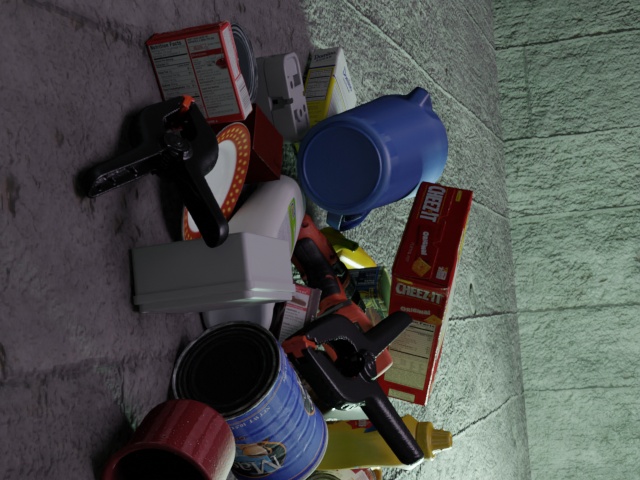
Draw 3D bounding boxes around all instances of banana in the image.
[{"bbox_3d":[0.027,0.013,1.361,0.037,0.070,0.197,-57,167,0],"label":"banana"}]

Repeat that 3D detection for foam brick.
[{"bbox_3d":[-0.076,-0.097,1.092,0.078,0.051,0.053,50,40,-60],"label":"foam brick"}]

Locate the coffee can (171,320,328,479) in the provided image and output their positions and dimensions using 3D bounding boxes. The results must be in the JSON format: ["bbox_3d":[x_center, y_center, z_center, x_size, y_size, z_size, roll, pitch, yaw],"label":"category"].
[{"bbox_3d":[-0.062,0.154,0.979,0.140,0.103,0.102,64,27,-47],"label":"coffee can"}]

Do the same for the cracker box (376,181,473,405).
[{"bbox_3d":[0.120,0.063,1.260,0.214,0.072,0.164,94,12,-45],"label":"cracker box"}]

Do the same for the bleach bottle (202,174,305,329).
[{"bbox_3d":[-0.057,0.001,1.105,0.250,0.068,0.102,-65,159,-65],"label":"bleach bottle"}]

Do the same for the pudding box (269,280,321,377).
[{"bbox_3d":[-0.038,0.105,1.078,0.114,0.039,0.090,127,-23,-55],"label":"pudding box"}]

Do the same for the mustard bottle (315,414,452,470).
[{"bbox_3d":[0.047,0.219,1.150,0.096,0.192,0.058,7,78,-71],"label":"mustard bottle"}]

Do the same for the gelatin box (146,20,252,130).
[{"bbox_3d":[-0.109,-0.150,0.970,0.030,0.073,0.089,-64,143,-60],"label":"gelatin box"}]

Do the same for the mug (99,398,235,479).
[{"bbox_3d":[-0.109,0.187,0.838,0.117,0.093,0.081,59,20,-14],"label":"mug"}]

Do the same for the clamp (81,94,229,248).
[{"bbox_3d":[-0.134,-0.069,0.883,0.120,0.039,0.171,23,33,-25],"label":"clamp"}]

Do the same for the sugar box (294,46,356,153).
[{"bbox_3d":[0.007,-0.161,1.378,0.176,0.048,0.093,-81,159,-45],"label":"sugar box"}]

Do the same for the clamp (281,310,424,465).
[{"bbox_3d":[0.038,0.118,1.055,0.209,0.036,0.164,34,46,-43],"label":"clamp"}]

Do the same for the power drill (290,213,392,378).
[{"bbox_3d":[0.021,0.076,1.212,0.184,0.057,0.188,54,5,-36],"label":"power drill"}]

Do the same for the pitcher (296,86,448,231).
[{"bbox_3d":[0.056,-0.089,1.244,0.242,0.145,0.149,-28,104,-68],"label":"pitcher"}]

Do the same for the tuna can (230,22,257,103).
[{"bbox_3d":[-0.095,-0.177,1.086,0.086,0.034,0.086,-5,90,-72],"label":"tuna can"}]

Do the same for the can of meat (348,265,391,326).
[{"bbox_3d":[0.051,0.080,1.381,0.057,0.084,0.102,-77,154,-44],"label":"can of meat"}]

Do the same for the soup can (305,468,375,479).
[{"bbox_3d":[0.020,0.296,1.249,0.102,0.069,0.068,0,85,-71],"label":"soup can"}]
